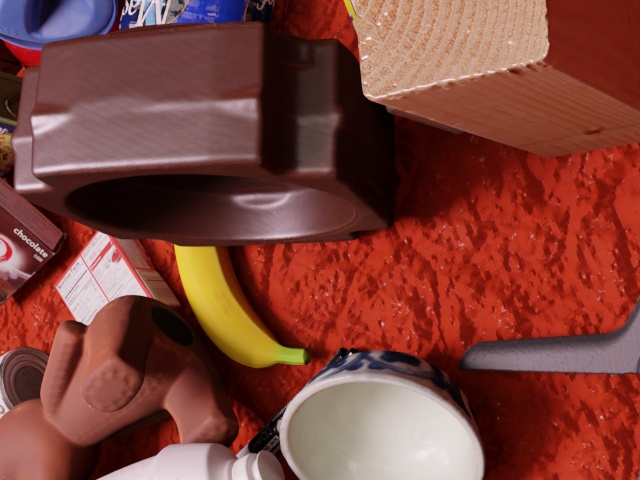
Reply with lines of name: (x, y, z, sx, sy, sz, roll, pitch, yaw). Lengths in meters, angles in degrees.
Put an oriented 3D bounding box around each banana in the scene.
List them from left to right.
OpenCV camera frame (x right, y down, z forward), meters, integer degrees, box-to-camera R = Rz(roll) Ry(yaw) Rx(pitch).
banana: (-0.070, 0.013, 0.756, 0.070, 0.037, 0.198, -28, 72, 11)

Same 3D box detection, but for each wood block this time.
wood block: (0.110, -0.103, 0.537, 0.091, 0.205, 0.090, -8, 82, 33)

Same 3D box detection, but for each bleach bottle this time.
bleach bottle: (-0.127, 0.203, 0.691, 0.251, 0.068, 0.102, -29, 89, 23)

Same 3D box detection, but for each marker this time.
marker: (-0.014, 0.115, 0.718, 0.121, 0.020, 0.020, -48, 63, 22)

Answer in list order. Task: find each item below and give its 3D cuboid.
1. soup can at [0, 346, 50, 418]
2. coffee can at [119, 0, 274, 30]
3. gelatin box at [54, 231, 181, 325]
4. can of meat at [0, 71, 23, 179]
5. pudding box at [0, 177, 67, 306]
soup can: (-0.261, 0.134, 0.855, 0.102, 0.068, 0.068, -28, 71, 29)
coffee can: (-0.082, -0.167, 0.736, 0.103, 0.102, 0.140, 15, 95, 34)
gelatin box: (-0.155, 0.042, 0.813, 0.073, 0.030, 0.089, -49, 62, 23)
can of meat: (-0.283, -0.093, 0.867, 0.084, 0.101, 0.057, -42, 56, 27)
pudding box: (-0.276, -0.008, 0.858, 0.113, 0.039, 0.090, 42, 118, -18)
